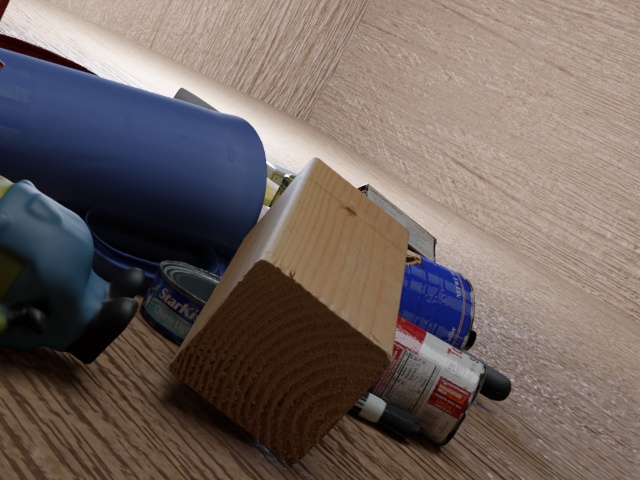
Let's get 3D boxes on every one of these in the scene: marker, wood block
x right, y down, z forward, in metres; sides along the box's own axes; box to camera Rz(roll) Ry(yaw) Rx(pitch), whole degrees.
[{"bbox_3d":[0.013,0.103,0.731,0.121,0.020,0.020,28,8,0],"label":"marker"},{"bbox_3d":[-0.009,0.032,0.658,0.091,0.090,0.206,39,20,-6],"label":"wood block"}]

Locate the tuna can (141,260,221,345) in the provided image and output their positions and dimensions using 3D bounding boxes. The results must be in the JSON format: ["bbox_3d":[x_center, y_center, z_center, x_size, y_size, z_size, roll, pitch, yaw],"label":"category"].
[{"bbox_3d":[-0.077,0.049,0.719,0.086,0.034,0.086,28,8,-5],"label":"tuna can"}]

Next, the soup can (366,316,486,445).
[{"bbox_3d":[0.059,0.094,0.766,0.102,0.068,0.068,29,9,3],"label":"soup can"}]

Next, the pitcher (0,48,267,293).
[{"bbox_3d":[-0.164,-0.050,0.772,0.242,0.145,0.149,15,3,-43],"label":"pitcher"}]

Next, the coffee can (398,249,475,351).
[{"bbox_3d":[0.038,0.047,0.860,0.140,0.103,0.103,24,9,-25],"label":"coffee can"}]
